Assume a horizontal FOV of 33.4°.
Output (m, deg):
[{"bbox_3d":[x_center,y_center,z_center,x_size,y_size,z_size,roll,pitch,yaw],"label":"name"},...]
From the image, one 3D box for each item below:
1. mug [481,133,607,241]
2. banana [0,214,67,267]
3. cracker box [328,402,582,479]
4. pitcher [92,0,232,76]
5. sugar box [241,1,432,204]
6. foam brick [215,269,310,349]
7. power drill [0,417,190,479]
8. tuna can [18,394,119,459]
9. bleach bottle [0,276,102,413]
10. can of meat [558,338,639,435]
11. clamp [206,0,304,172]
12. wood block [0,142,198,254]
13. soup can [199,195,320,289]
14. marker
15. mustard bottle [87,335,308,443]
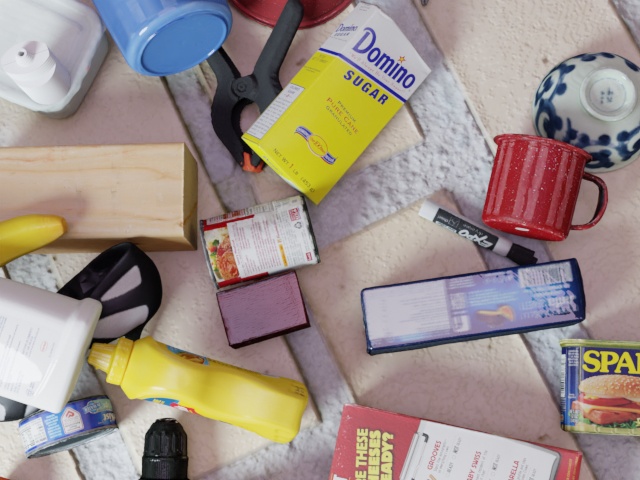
[{"bbox_3d":[0.209,-0.044,0.992,0.117,0.093,0.081,14,85,-5],"label":"mug"},{"bbox_3d":[-0.308,0.038,0.945,0.069,0.037,0.198,40,95,-7],"label":"banana"},{"bbox_3d":[0.110,0.246,0.950,0.214,0.072,0.164,11,80,5],"label":"cracker box"},{"bbox_3d":[-0.172,-0.286,1.006,0.145,0.149,0.243,-25,73,-8],"label":"pitcher"},{"bbox_3d":[0.018,-0.130,1.012,0.176,0.048,0.093,-49,124,-4],"label":"sugar box"},{"bbox_3d":[-0.052,0.066,0.998,0.078,0.053,0.051,-17,79,0],"label":"foam brick"},{"bbox_3d":[-0.210,0.253,0.968,0.187,0.057,0.184,1,80,2],"label":"power drill"},{"bbox_3d":[-0.229,0.169,0.970,0.086,0.086,0.034,-19,78,-1],"label":"tuna can"},{"bbox_3d":[-0.319,0.059,0.896,0.250,0.068,0.103,20,101,-5],"label":"bleach bottle"},{"bbox_3d":[0.269,0.134,0.971,0.102,0.057,0.084,2,83,3],"label":"can of meat"},{"bbox_3d":[-0.080,-0.153,1.041,0.120,0.039,0.171,5,88,25],"label":"clamp"},{"bbox_3d":[-0.224,-0.037,1.005,0.206,0.091,0.090,-1,80,2],"label":"wood block"},{"bbox_3d":[-0.057,0.001,1.002,0.102,0.068,0.068,-14,79,-1],"label":"soup can"},{"bbox_3d":[0.151,-0.006,1.019,0.121,0.020,0.020,27,82,7],"label":"marker"},{"bbox_3d":[-0.111,0.127,0.946,0.191,0.096,0.058,19,83,-10],"label":"mustard bottle"}]
